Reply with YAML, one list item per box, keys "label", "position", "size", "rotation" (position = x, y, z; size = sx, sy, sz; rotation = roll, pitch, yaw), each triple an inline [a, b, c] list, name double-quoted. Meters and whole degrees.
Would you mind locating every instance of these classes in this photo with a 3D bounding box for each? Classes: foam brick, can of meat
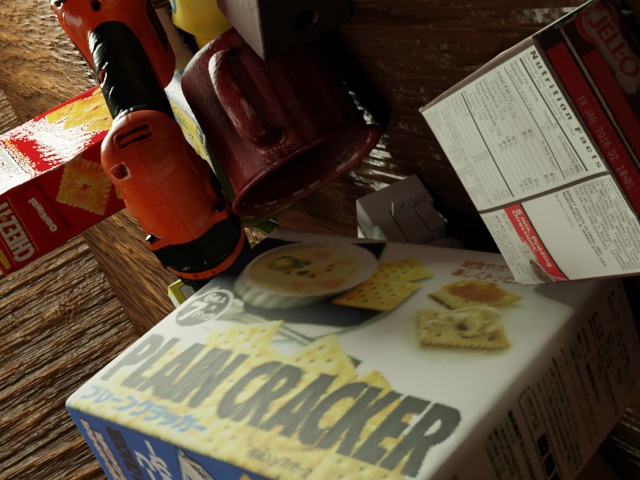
- label: "foam brick"
  position: [-0.021, -0.137, 0.520]
  size: [0.051, 0.053, 0.078]
  rotation: [51, 163, 29]
- label: "can of meat"
  position: [-0.066, -0.073, 0.776]
  size: [0.084, 0.057, 0.102]
  rotation: [46, 160, 46]

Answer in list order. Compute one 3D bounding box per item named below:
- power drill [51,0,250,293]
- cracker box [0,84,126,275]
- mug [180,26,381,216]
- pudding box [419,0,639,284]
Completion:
- label: "power drill"
  position: [-0.096, -0.061, 0.653]
  size: [0.184, 0.057, 0.188]
  rotation: [68, 176, -58]
- label: "cracker box"
  position: [-0.209, -0.073, 0.928]
  size: [0.164, 0.213, 0.072]
  rotation: [33, 150, 59]
- label: "mug"
  position: [-0.029, -0.072, 0.580]
  size: [0.081, 0.093, 0.117]
  rotation: [61, -163, 11]
- label: "pudding box"
  position: [0.090, -0.031, 0.397]
  size: [0.090, 0.039, 0.114]
  rotation: [61, 163, -3]
